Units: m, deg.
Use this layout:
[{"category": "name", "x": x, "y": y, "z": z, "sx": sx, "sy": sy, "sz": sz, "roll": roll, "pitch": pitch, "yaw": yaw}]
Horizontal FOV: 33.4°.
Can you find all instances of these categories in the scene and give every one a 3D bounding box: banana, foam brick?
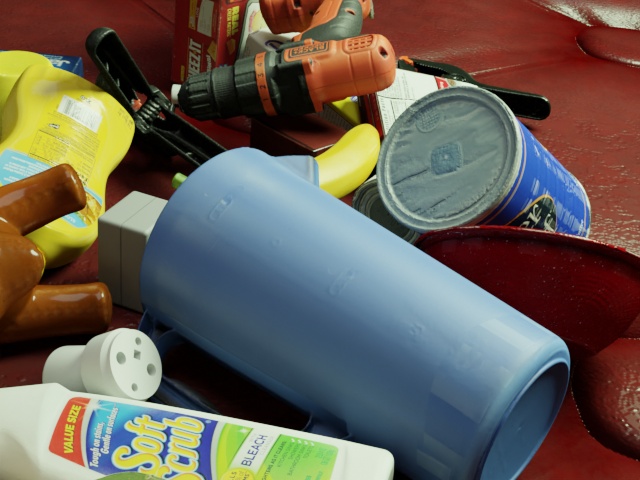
[{"category": "banana", "x": -0.012, "y": -0.051, "z": 0.804, "sx": 0.197, "sy": 0.037, "sz": 0.070, "roll": -17, "pitch": 56, "yaw": -39}, {"category": "foam brick", "x": -0.016, "y": -0.073, "z": 0.903, "sx": 0.051, "sy": 0.053, "sz": 0.078, "roll": -23, "pitch": 42, "yaw": -39}]

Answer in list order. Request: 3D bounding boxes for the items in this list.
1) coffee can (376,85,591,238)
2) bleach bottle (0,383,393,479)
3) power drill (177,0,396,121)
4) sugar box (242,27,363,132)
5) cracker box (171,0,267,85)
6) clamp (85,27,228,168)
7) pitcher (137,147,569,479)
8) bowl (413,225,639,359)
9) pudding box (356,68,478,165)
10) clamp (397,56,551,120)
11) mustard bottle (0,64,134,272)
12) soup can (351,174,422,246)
[{"category": "coffee can", "x": 0.117, "y": -0.033, "z": 0.745, "sx": 0.103, "sy": 0.103, "sz": 0.140, "roll": 33, "pitch": 2, "yaw": 38}, {"category": "bleach bottle", "x": -0.094, "y": 0.127, "z": 0.545, "sx": 0.251, "sy": 0.068, "sz": 0.102, "roll": 10, "pitch": 30, "yaw": 12}, {"category": "power drill", "x": -0.025, "y": -0.170, "z": 0.932, "sx": 0.184, "sy": 0.057, "sz": 0.187, "roll": -8, "pitch": 37, "yaw": 10}, {"category": "sugar box", "x": 0.014, "y": -0.147, "z": 1.011, "sx": 0.093, "sy": 0.048, "sz": 0.176, "roll": -21, "pitch": 53, "yaw": -37}, {"category": "cracker box", "x": -0.053, "y": -0.252, "z": 1.088, "sx": 0.072, "sy": 0.164, "sz": 0.213, "roll": 28, "pitch": 37, "yaw": 29}, {"category": "clamp", "x": -0.146, "y": -0.112, "z": 0.874, "sx": 0.036, "sy": 0.164, "sz": 0.210, "roll": -47, "pitch": 26, "yaw": -9}, {"category": "pitcher", "x": 0.012, "y": 0.059, "z": 0.630, "sx": 0.243, "sy": 0.149, "sz": 0.144, "roll": 30, "pitch": 23, "yaw": 30}, {"category": "bowl", "x": 0.135, "y": 0.040, "z": 0.689, "sx": 0.162, "sy": 0.055, "sz": 0.162, "roll": 11, "pitch": -14, "yaw": 2}, {"category": "pudding box", "x": 0.091, "y": -0.102, "z": 0.931, "sx": 0.113, "sy": 0.039, "sz": 0.090, "roll": 7, "pitch": 54, "yaw": -19}, {"category": "clamp", "x": 0.128, "y": -0.142, "z": 1.058, "sx": 0.120, "sy": 0.039, "sz": 0.172, "roll": -18, "pitch": 33, "yaw": -42}, {"category": "mustard bottle", "x": -0.201, "y": -0.037, "z": 0.772, "sx": 0.096, "sy": 0.058, "sz": 0.191, "roll": 31, "pitch": 45, "yaw": -24}, {"category": "soup can", "x": 0.076, "y": -0.035, "z": 0.840, "sx": 0.069, "sy": 0.068, "sz": 0.102, "roll": 21, "pitch": 34, "yaw": 24}]
